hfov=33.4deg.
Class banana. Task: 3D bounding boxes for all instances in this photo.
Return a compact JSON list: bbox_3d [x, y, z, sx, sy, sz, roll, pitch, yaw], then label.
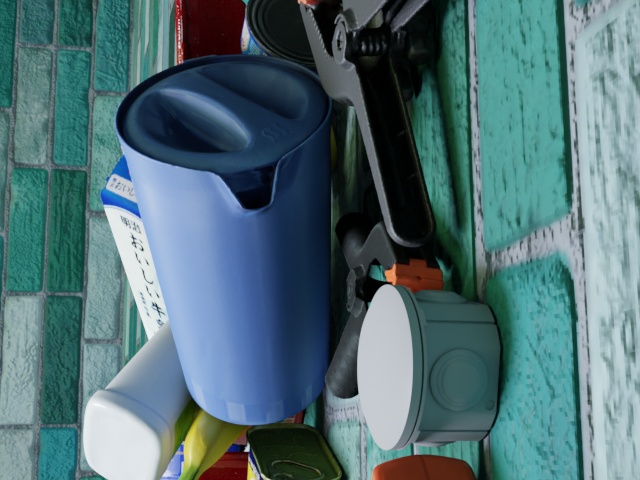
[{"bbox_3d":[-0.078,0.145,0.838,0.069,0.037,0.197,-51,-5,5],"label":"banana"}]

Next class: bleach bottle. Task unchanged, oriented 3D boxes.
[{"bbox_3d":[-0.097,0.083,0.874,0.250,0.068,0.103,-55,-12,-43],"label":"bleach bottle"}]

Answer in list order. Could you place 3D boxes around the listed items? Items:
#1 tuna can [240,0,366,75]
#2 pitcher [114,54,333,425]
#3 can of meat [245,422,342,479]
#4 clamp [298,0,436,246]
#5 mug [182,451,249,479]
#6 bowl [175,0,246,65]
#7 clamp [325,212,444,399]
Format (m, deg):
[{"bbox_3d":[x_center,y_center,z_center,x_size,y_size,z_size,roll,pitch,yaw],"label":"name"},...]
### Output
[{"bbox_3d":[-0.012,-0.141,0.736,0.034,0.086,0.086,110,158,-54],"label":"tuna can"},{"bbox_3d":[-0.055,0.001,0.727,0.149,0.145,0.243,-51,-32,-43],"label":"pitcher"},{"bbox_3d":[-0.023,0.192,0.778,0.102,0.057,0.084,-135,47,-71],"label":"can of meat"},{"bbox_3d":[0.028,-0.101,0.594,0.210,0.036,0.164,-130,41,-63],"label":"clamp"},{"bbox_3d":[-0.079,0.224,0.936,0.117,0.081,0.093,-171,84,-75],"label":"mug"},{"bbox_3d":[-0.086,-0.142,0.845,0.162,0.055,0.162,178,90,-81],"label":"bowl"},{"bbox_3d":[0.033,0.022,0.632,0.172,0.039,0.120,131,137,-67],"label":"clamp"}]
